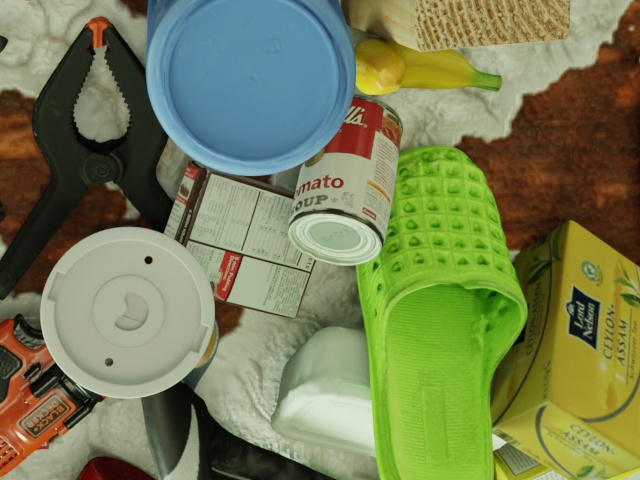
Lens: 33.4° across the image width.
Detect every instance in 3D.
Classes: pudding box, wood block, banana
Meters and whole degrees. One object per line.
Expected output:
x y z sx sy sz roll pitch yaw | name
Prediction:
-0.055 0.001 0.769 0.113 0.039 0.090 17 95 -34 | pudding box
0.075 -0.176 0.672 0.090 0.206 0.090 -7 107 -8 | wood block
0.060 -0.119 0.722 0.070 0.197 0.037 9 103 28 | banana

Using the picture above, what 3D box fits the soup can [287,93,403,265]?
0.018 -0.042 0.747 0.068 0.069 0.102 21 58 -15 | soup can

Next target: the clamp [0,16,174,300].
-0.144 -0.050 0.759 0.164 0.036 0.210 5 109 -13 | clamp

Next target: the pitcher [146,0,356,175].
-0.053 -0.129 0.644 0.149 0.243 0.145 -5 111 -3 | pitcher

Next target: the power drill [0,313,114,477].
-0.215 0.051 0.732 0.184 0.057 0.187 -41 112 -5 | power drill
